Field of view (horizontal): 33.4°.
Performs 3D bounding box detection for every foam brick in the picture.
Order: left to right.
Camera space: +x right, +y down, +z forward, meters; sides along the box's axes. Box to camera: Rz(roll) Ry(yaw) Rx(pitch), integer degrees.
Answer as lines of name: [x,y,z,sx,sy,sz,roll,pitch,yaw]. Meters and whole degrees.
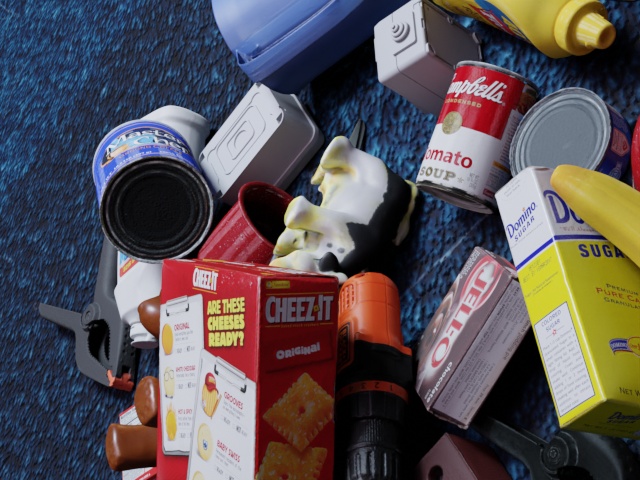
foam brick: [0.104,0.181,0.731,0.053,0.051,0.078,-52,41,17]

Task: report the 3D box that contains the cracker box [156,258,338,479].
cracker box: [-0.056,0.124,0.771,0.164,0.072,0.214,6,95,58]

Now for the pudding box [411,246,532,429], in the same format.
pudding box: [0.109,0.067,0.767,0.113,0.039,0.090,-61,11,8]

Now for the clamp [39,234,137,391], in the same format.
clamp: [-0.240,0.078,1.183,0.165,0.036,0.210,-54,42,15]

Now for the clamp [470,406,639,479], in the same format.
clamp: [0.167,0.131,0.694,0.120,0.039,0.171,-62,38,26]

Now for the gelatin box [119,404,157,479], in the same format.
gelatin box: [-0.163,0.197,1.042,0.073,0.030,0.089,-36,47,33]

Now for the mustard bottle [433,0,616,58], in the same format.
mustard bottle: [0.155,-0.184,0.821,0.058,0.096,0.192,-58,40,8]

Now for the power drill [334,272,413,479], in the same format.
power drill: [0.004,0.140,0.819,0.188,0.057,0.184,-44,33,44]

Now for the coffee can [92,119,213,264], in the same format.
coffee can: [-0.162,-0.049,1.014,0.103,0.102,0.140,-58,22,10]

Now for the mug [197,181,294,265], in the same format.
mug: [-0.056,0.001,0.984,0.082,0.093,0.117,-47,13,29]

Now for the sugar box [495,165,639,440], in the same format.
sugar box: [0.177,0.038,0.684,0.048,0.093,0.176,-44,43,43]

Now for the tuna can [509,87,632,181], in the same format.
tuna can: [0.183,-0.066,0.780,0.086,0.033,0.086,-25,54,39]

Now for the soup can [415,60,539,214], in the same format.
soup can: [0.121,-0.079,0.830,0.069,0.068,0.102,16,85,51]

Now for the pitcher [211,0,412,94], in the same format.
pitcher: [0.024,-0.240,0.972,0.243,0.144,0.149,-29,69,33]

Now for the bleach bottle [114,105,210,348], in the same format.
bleach bottle: [-0.172,-0.011,1.133,0.103,0.068,0.251,-21,59,42]
